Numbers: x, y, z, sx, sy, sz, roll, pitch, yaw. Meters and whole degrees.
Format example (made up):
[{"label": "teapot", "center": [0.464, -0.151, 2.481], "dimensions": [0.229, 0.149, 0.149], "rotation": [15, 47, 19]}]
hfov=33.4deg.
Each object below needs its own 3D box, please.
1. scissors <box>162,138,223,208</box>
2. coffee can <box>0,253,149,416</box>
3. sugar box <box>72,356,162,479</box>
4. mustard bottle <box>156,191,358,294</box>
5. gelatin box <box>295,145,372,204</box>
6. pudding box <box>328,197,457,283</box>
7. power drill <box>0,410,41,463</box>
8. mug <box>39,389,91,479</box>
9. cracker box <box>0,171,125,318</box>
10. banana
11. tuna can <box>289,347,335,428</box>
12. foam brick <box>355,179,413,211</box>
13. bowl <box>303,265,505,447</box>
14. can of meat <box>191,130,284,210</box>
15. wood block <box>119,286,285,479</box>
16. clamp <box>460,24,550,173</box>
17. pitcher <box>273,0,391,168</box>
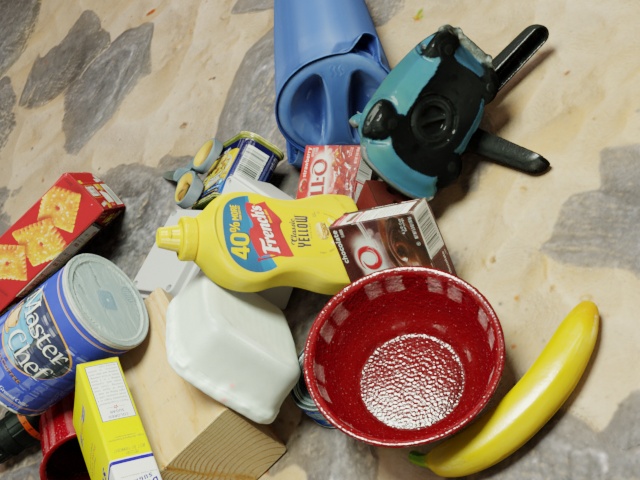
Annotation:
[{"label": "scissors", "center": [-0.154, -0.091, 1.266], "dimensions": [0.096, 0.016, 0.202], "rotation": [-55, 21, 8]}, {"label": "coffee can", "center": [-0.251, 0.092, 1.032], "dimensions": [0.140, 0.102, 0.103], "rotation": [-35, 39, 23]}, {"label": "sugar box", "center": [-0.178, 0.200, 0.945], "dimensions": [0.048, 0.093, 0.176], "rotation": [-7, 45, -22]}, {"label": "mustard bottle", "center": [-0.056, 0.001, 0.989], "dimensions": [0.058, 0.191, 0.096], "rotation": [125, 142, -58]}, {"label": "gelatin box", "center": [0.012, -0.053, 1.104], "dimensions": [0.073, 0.030, 0.089], "rotation": [3, 77, 37]}, {"label": "pudding box", "center": [0.069, 0.024, 0.945], "dimensions": [0.090, 0.113, 0.039], "rotation": [-11, 18, 35]}, {"label": "power drill", "center": [-0.323, 0.149, 1.228], "dimensions": [0.184, 0.057, 0.188], "rotation": [-34, 43, 8]}, {"label": "mug", "center": [-0.243, 0.215, 1.084], "dimensions": [0.081, 0.093, 0.117], "rotation": [-122, 43, -56]}, {"label": "cracker box", "center": [-0.347, 0.009, 1.300], "dimensions": [0.214, 0.072, 0.164], "rotation": [-43, 4, 2]}, {"label": "banana", "center": [0.152, 0.126, 0.839], "dimensions": [0.198, 0.037, 0.070], "rotation": [-41, 39, 5]}, {"label": "tuna can", "center": [0.014, 0.124, 0.966], "dimensions": [0.086, 0.033, 0.086], "rotation": [-24, 43, 24]}, {"label": "foam brick", "center": [0.068, -0.014, 1.010], "dimensions": [0.078, 0.053, 0.051], "rotation": [-112, 32, -48]}, {"label": "bowl", "center": [0.070, 0.102, 0.864], "dimensions": [0.162, 0.055, 0.162], "rotation": [-7, 55, 10]}, {"label": "can of meat", "center": [-0.095, -0.066, 1.196], "dimensions": [0.102, 0.057, 0.084], "rotation": [-18, 44, 63]}, {"label": "wood block", "center": [-0.128, 0.148, 1.025], "dimensions": [0.090, 0.090, 0.206], "rotation": [-44, 39, 3]}, {"label": "clamp", "center": [0.141, -0.128, 1.068], "dimensions": [0.210, 0.036, 0.164], "rotation": [-8, 60, 39]}, {"label": "pitcher", "center": [0.003, -0.204, 1.205], "dimensions": [0.149, 0.145, 0.243], "rotation": [-20, 40, 10]}]
